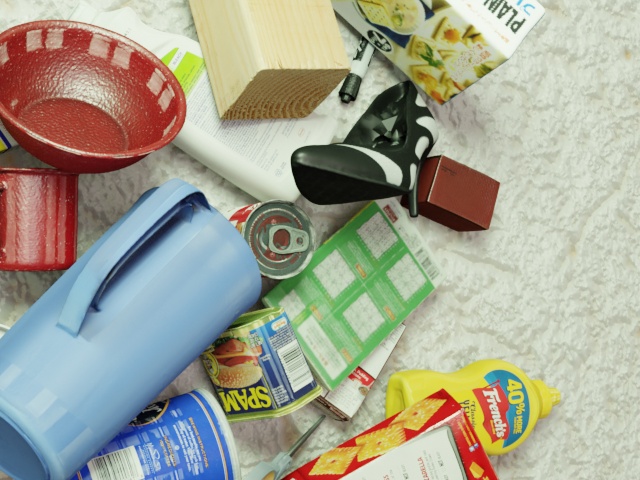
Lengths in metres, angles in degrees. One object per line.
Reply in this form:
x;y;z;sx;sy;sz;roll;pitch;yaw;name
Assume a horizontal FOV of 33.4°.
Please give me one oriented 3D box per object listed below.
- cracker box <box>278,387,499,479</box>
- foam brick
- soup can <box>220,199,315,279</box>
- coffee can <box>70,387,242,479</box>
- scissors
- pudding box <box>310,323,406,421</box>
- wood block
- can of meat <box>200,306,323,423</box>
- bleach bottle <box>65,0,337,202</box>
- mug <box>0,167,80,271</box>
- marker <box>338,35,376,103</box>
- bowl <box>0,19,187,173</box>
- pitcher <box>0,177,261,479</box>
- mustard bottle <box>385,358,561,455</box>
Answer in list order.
0.063;0.260;0.974;0.213;0.072;0.164;-28;104;-4;cracker box
0.130;-0.046;1.068;0.078;0.051;0.053;23;77;-23;foam brick
-0.056;0.001;0.946;0.068;0.102;0.068;1;87;-26;soup can
-0.150;0.192;0.891;0.140;0.103;0.103;-15;94;-26;coffee can
-0.046;0.214;0.935;0.016;0.201;0.096;31;102;13;scissors
0.017;0.101;1.013;0.090;0.039;0.113;38;70;-17;pudding box
-0.056;-0.216;0.925;0.090;0.090;0.206;-5;70;-31;wood block
-0.057;0.109;0.941;0.057;0.102;0.084;-27;97;-42;can of meat
-0.111;-0.134;0.950;0.250;0.068;0.102;34;71;-18;bleach bottle
-0.242;-0.017;0.856;0.093;0.117;0.081;2;92;15;mug
0.046;-0.189;1.051;0.020;0.020;0.121;27;76;-22;marker
-0.190;-0.104;0.845;0.162;0.055;0.162;15;43;-14;bowl
-0.164;0.068;0.832;0.242;0.145;0.149;-48;116;-38;pitcher
0.160;0.169;1.068;0.191;0.058;0.096;-5;91;-26;mustard bottle
